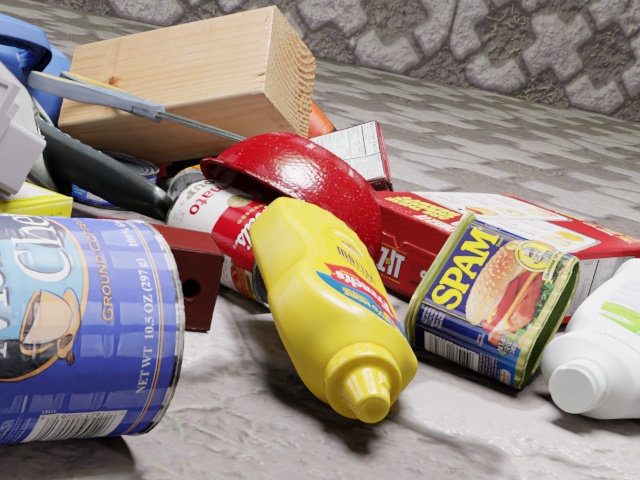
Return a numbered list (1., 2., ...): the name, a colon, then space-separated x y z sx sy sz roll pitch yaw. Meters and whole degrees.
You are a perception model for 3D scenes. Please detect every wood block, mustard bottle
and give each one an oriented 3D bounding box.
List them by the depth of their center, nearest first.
1. mustard bottle: 0.010 0.046 0.624 0.096 0.058 0.192 41 12 -24
2. wood block: -0.118 -0.132 0.953 0.206 0.091 0.090 -5 -26 24

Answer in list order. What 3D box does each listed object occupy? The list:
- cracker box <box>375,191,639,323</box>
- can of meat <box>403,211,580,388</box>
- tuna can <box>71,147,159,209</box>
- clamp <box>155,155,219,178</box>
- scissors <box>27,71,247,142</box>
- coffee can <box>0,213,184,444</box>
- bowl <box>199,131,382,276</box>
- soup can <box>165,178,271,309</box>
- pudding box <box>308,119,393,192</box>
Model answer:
1. cracker box: 0.148 0.014 0.890 0.213 0.072 0.164 -3 20 -45
2. can of meat: 0.116 0.040 0.713 0.084 0.057 0.102 22 58 22
3. tuna can: -0.186 -0.054 0.932 0.086 0.034 0.086 12 14 -3
4. clamp: -0.114 -0.095 1.082 0.120 0.039 0.171 -21 9 17
5. scissors: -0.154 -0.108 0.855 0.202 0.016 0.096 23 13 36
6. coffee can: -0.145 0.038 0.463 0.140 0.103 0.103 3 17 -36
7. bowl: -0.010 -0.034 0.810 0.162 0.055 0.162 32 -11 7
8. soup can: -0.055 0.001 0.763 0.102 0.068 0.068 24 18 40
9. pudding box: 0.006 -0.055 0.940 0.113 0.039 0.090 -13 38 8
